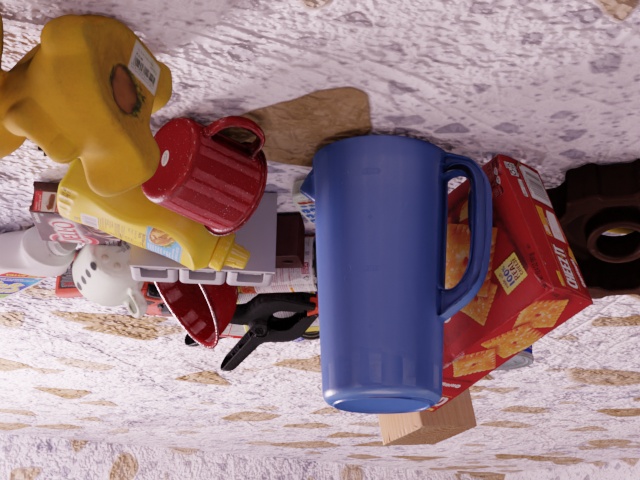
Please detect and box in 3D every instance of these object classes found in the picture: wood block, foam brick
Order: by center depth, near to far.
[{"bbox_3d":[-0.058,0.001,1.206,0.078,0.051,0.053,-2,162,7],"label":"foam brick"},{"bbox_3d":[0.121,0.152,1.378,0.090,0.206,0.091,6,153,-33],"label":"wood block"}]

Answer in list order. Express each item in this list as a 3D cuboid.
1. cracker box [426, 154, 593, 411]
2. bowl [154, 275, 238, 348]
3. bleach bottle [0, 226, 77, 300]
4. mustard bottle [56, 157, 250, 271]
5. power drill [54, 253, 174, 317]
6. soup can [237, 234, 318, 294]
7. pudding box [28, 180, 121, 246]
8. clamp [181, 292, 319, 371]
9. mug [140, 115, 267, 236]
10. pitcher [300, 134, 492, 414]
[{"bbox_3d":[0.140,0.043,1.042,0.072,0.164,0.214,20,133,-38],"label":"cracker box"},{"bbox_3d":[-0.143,0.043,1.241,0.055,0.162,0.162,-29,174,-24],"label":"bowl"},{"bbox_3d":[-0.384,0.027,1.289,0.251,0.068,0.102,-18,154,40],"label":"bleach bottle"},{"bbox_3d":[-0.160,-0.017,1.049,0.191,0.058,0.096,23,159,-1],"label":"mustard bottle"},{"bbox_3d":[-0.228,0.062,1.365,0.187,0.057,0.185,19,162,-40],"label":"power drill"},{"bbox_3d":[-0.050,0.028,1.262,0.102,0.068,0.068,-3,162,8],"label":"soup can"},{"bbox_3d":[-0.261,-0.027,1.150,0.090,0.039,0.113,4,162,-6],"label":"pudding box"},{"bbox_3d":[-0.076,0.109,1.326,0.171,0.039,0.120,-9,134,13],"label":"clamp"},{"bbox_3d":[-0.100,-0.067,0.960,0.081,0.093,0.117,24,125,-41],"label":"mug"},{"bbox_3d":[0.066,0.032,0.985,0.144,0.243,0.149,8,161,-21],"label":"pitcher"}]
